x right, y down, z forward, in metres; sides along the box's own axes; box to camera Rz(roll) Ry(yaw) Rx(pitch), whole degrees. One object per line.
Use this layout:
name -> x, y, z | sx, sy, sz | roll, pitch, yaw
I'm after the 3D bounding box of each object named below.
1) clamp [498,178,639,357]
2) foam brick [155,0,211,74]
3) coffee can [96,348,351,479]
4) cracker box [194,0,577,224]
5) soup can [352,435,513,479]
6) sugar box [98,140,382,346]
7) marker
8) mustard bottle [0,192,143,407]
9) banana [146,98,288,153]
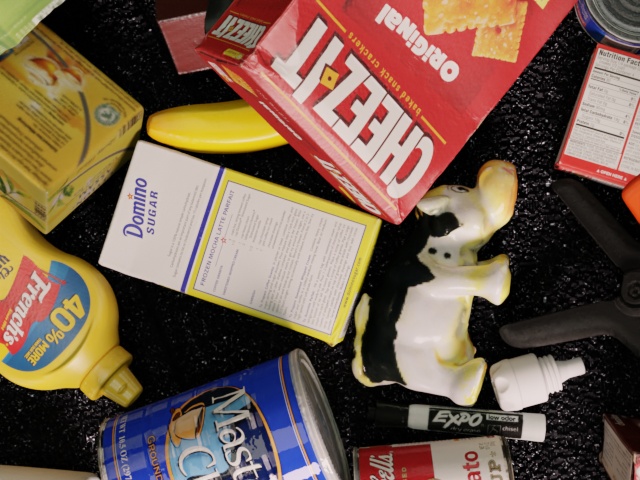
clamp -> 0.199, 0.042, 0.693 | 0.172, 0.039, 0.120 | 30, 101, 35
foam brick -> -0.069, -0.156, 0.734 | 0.078, 0.051, 0.053 | -11, 51, 4
coffee can -> -0.061, 0.143, 0.705 | 0.140, 0.103, 0.103 | -20, 86, 4
cracker box -> 0.054, -0.143, 0.671 | 0.213, 0.072, 0.164 | -52, 124, -6
soup can -> 0.075, 0.167, 0.710 | 0.102, 0.068, 0.068 | -6, 87, 4
sugar box -> -0.055, 0.001, 0.740 | 0.176, 0.048, 0.093 | 19, 91, 9
marker -> 0.093, 0.124, 0.734 | 0.121, 0.020, 0.020 | 4, 88, 5
mustard bottle -> -0.200, 0.047, 0.744 | 0.191, 0.058, 0.096 | 41, 86, 5
banana -> -0.021, -0.102, 0.737 | 0.198, 0.037, 0.069 | -29, 108, 3
